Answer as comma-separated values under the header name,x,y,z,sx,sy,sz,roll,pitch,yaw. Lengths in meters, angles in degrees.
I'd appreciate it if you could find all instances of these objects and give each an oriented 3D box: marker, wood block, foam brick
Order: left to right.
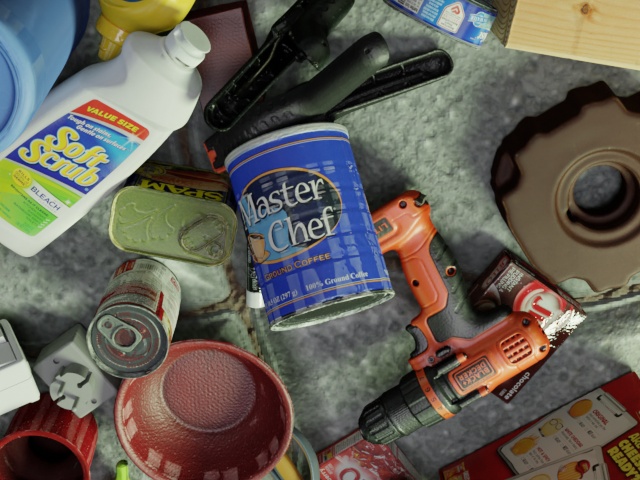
name,x,y,z,sx,sy,sz,roll,pitch,yaw
foam brick,-0.077,-0.149,0.859,0.053,0.051,0.078,-11,111,5
marker,-0.056,0.001,0.937,0.020,0.020,0.121,1,112,-1
wood block,0.246,-0.184,0.827,0.206,0.090,0.091,9,113,-4

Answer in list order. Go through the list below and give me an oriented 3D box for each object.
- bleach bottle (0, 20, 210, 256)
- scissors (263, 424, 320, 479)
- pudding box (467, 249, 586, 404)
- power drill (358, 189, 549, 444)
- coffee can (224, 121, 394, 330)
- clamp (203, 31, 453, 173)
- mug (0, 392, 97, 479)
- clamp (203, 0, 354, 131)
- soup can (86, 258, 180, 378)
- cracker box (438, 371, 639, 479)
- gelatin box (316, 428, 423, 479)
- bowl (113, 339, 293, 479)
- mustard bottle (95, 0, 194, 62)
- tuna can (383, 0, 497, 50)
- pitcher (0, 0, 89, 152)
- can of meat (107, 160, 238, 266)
name,x,y,z,sx,sy,sz,roll,pitch,yaw
bleach bottle,-0.184,-0.090,0.840,0.102,0.068,0.251,43,121,-17
scissors,-0.011,0.268,0.999,0.096,0.016,0.202,-32,79,27
pudding box,0.167,0.078,0.958,0.090,0.039,0.114,34,108,-13
power drill,0.075,0.065,0.918,0.184,0.057,0.187,-33,92,13
coffee can,-0.009,-0.010,0.845,0.103,0.102,0.140,-17,79,6
clamp,-0.007,-0.107,0.837,0.210,0.164,0.036,-23,84,18
mug,-0.262,0.196,0.980,0.117,0.081,0.093,-15,111,5
clamp,-0.012,-0.154,0.795,0.120,0.171,0.039,-14,126,44
soup can,-0.158,0.064,0.917,0.068,0.102,0.068,0,112,-1
cracker box,0.221,0.229,0.953,0.214,0.164,0.072,-30,111,11
gelatin box,0.048,0.226,1.022,0.073,0.030,0.089,-33,108,12
bowl,-0.105,0.151,0.977,0.162,0.055,0.162,0,112,0
mustard bottle,-0.122,-0.219,0.811,0.058,0.096,0.192,6,122,-49
tuna can,0.094,-0.182,0.829,0.086,0.086,0.034,24,108,-10
pitcher,-0.239,-0.155,0.752,0.145,0.243,0.149,-28,116,7
can of meat,-0.118,-0.025,0.891,0.102,0.084,0.057,10,111,-5
